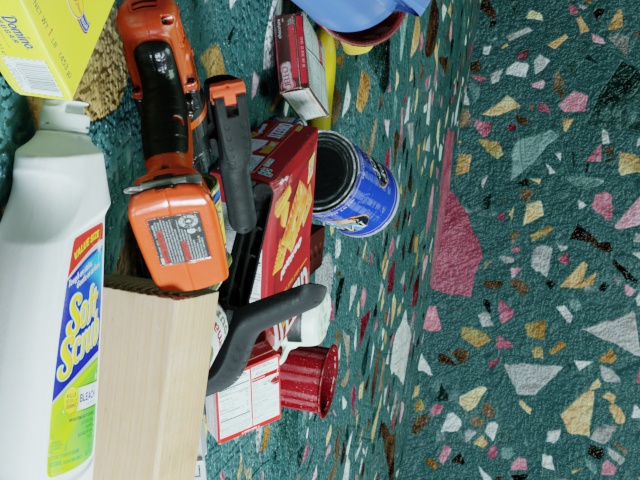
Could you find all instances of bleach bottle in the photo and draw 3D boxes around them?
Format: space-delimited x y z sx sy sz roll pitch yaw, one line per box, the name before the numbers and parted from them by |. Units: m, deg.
bleach bottle | -0.173 0.037 0.663 0.102 0.068 0.251 -3 99 -77

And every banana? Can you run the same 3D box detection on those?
banana | 0.000 -0.175 1.328 0.069 0.037 0.198 -30 127 -73

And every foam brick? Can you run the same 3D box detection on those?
foam brick | -0.030 0.010 1.286 0.078 0.051 0.053 -39 136 -71

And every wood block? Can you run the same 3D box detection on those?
wood block | -0.142 0.134 0.790 0.090 0.091 0.206 -6 104 -77

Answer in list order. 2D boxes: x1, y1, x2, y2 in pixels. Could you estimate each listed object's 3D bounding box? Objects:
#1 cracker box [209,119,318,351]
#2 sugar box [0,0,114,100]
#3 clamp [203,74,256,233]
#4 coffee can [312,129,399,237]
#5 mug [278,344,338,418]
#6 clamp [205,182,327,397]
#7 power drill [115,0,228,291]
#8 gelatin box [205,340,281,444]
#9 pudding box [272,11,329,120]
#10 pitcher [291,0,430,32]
cracker box | -0.057 0.001 1.116 0.164 0.072 0.214 -56 152 -61
sugar box | -0.152 -0.181 0.646 0.093 0.048 0.176 77 26 -58
clamp | -0.075 -0.077 0.900 0.171 0.039 0.120 109 -41 -77
coffee can | 0.026 -0.067 1.302 0.140 0.103 0.103 26 73 -64
mug | -0.027 0.176 1.337 0.117 0.081 0.093 81 22 -53
clamp | -0.072 0.071 0.960 0.210 0.036 0.165 -60 -145 16
power drill | -0.106 -0.058 0.778 0.184 0.057 0.187 79 -2 -53
gelatin box | -0.077 0.150 1.059 0.073 0.030 0.089 -20 128 -27
pudding box | -0.021 -0.191 1.186 0.113 0.039 0.090 36 48 -73
pitcher | 0.004 -0.284 1.018 0.242 0.149 0.145 3 76 -70
